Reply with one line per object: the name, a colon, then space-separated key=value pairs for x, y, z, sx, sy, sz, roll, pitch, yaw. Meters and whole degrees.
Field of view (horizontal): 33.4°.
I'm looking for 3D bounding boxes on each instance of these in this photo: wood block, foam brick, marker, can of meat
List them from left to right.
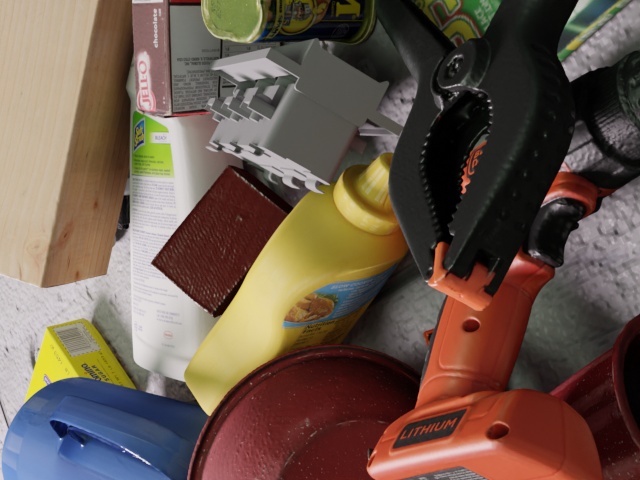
wood block: x=-0.184 y=-0.082 z=0.735 sx=0.091 sy=0.090 sz=0.206 roll=16 pitch=99 yaw=16
marker: x=-0.146 y=-0.067 z=0.799 sx=0.020 sy=0.020 sz=0.121 roll=22 pitch=115 yaw=44
foam brick: x=-0.054 y=0.001 z=0.639 sx=0.051 sy=0.053 sz=0.078 roll=40 pitch=95 yaw=5
can of meat: x=-0.016 y=-0.158 z=0.584 sx=0.058 sy=0.083 sz=0.102 roll=20 pitch=113 yaw=44

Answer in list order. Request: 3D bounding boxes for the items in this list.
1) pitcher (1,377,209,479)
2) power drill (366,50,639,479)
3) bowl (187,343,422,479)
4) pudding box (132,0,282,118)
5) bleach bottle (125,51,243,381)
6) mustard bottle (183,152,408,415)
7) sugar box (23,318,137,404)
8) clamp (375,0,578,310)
pitcher: x=-0.113 y=0.159 z=0.706 sx=0.243 sy=0.144 sz=0.149 roll=9 pitch=102 yaw=44
power drill: x=0.093 y=0.016 z=0.448 sx=0.185 sy=0.057 sz=0.187 roll=-37 pitch=28 yaw=56
bowl: x=0.013 y=0.136 z=0.554 sx=0.055 sy=0.162 sz=0.162 roll=168 pitch=91 yaw=-76
pudding box: x=-0.066 y=-0.133 z=0.642 sx=0.039 sy=0.089 sz=0.113 roll=14 pitch=108 yaw=44
bleach bottle: x=-0.086 y=-0.038 z=0.707 sx=0.103 sy=0.067 sz=0.251 roll=7 pitch=101 yaw=48
mustard bottle: x=-0.003 y=0.023 z=0.600 sx=0.058 sy=0.096 sz=0.192 roll=54 pitch=133 yaw=23
sugar box: x=-0.214 y=0.159 z=0.906 sx=0.093 sy=0.048 sz=0.176 roll=49 pitch=130 yaw=29
clamp: x=0.076 y=-0.073 z=0.450 sx=0.165 sy=0.036 sz=0.210 roll=-34 pitch=39 yaw=44
